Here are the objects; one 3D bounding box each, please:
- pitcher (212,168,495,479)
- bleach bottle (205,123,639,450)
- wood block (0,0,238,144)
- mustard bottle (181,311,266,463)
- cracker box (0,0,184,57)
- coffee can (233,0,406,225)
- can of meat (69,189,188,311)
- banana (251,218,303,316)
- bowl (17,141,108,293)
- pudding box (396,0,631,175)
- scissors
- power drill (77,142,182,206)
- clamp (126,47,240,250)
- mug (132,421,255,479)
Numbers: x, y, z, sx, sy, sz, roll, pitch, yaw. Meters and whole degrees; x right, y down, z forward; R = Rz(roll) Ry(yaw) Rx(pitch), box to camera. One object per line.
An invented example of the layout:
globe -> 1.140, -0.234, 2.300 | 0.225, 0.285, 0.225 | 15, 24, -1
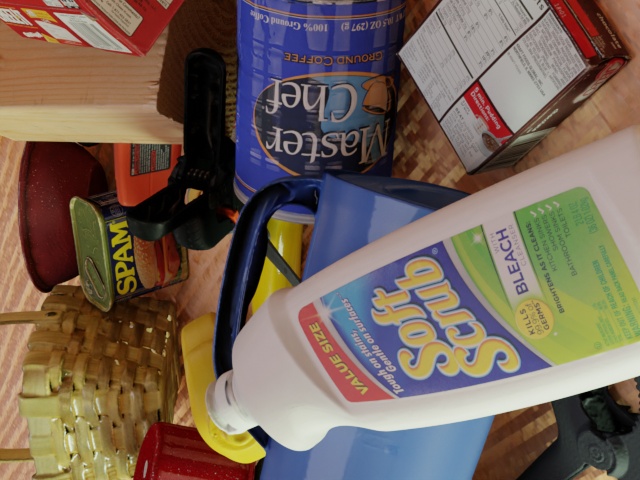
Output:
pitcher -> 0.026, 0.084, 0.596 | 0.149, 0.144, 0.243 | 24, 102, 46
bleach bottle -> 0.052, 0.043, 0.480 | 0.251, 0.068, 0.102 | -27, 81, 29
wood block -> -0.165, -0.123, 0.766 | 0.206, 0.090, 0.091 | 5, 82, 30
mustard bottle -> -0.068, 0.118, 0.814 | 0.096, 0.058, 0.192 | 62, 177, -11
cracker box -> -0.113, -0.222, 0.663 | 0.164, 0.213, 0.072 | 19, 162, 49
coffee can -> -0.002, -0.094, 0.656 | 0.103, 0.102, 0.140 | 33, 130, 43
can of meat -> -0.169, 0.002, 0.952 | 0.058, 0.083, 0.102 | 23, 124, 48
banana -> -0.027, 0.031, 0.805 | 0.070, 0.037, 0.198 | 23, 119, 56
bowl -> -0.238, -0.030, 1.020 | 0.162, 0.055, 0.162 | 1, -91, -88
pudding box -> 0.099, -0.100, 0.571 | 0.090, 0.039, 0.114 | 62, 143, 14
scissors -> -0.055, 0.001, 0.789 | 0.202, 0.016, 0.096 | 59, 149, 25
power drill -> -0.179, -0.116, 0.915 | 0.188, 0.057, 0.184 | 54, 150, 37
clamp -> -0.075, -0.049, 0.685 | 0.039, 0.171, 0.120 | 23, 86, 7
mug -> -0.110, 0.206, 0.876 | 0.093, 0.081, 0.117 | -117, 44, -66
